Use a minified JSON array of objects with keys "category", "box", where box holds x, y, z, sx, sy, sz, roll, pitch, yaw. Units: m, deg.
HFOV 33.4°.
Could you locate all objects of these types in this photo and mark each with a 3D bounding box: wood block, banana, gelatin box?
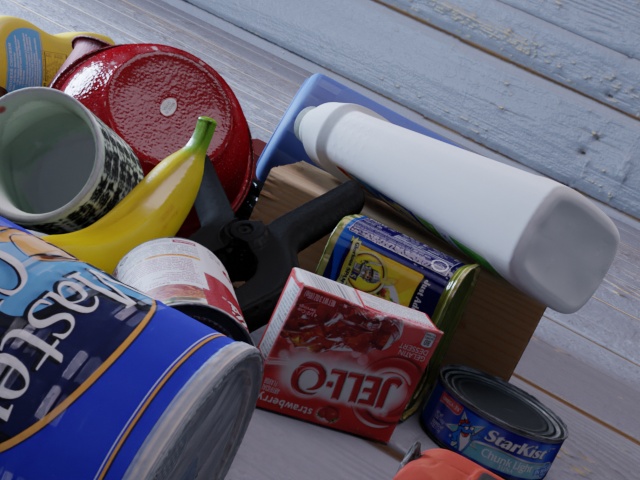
[{"category":"wood block","box":[0.050,0.029,0.758,0.206,0.091,0.090,27,13,10]},{"category":"banana","box":[-0.115,-0.008,0.598,0.037,0.070,0.197,14,31,15]},{"category":"gelatin box","box":[0.012,0.064,0.581,0.089,0.073,0.030,20,14,-20]}]

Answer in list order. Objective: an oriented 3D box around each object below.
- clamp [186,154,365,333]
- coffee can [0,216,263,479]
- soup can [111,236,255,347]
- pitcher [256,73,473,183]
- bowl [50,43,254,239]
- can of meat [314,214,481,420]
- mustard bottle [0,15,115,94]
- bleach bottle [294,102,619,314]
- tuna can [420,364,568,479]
[{"category":"clamp","box":[-0.054,0.001,0.660,0.120,0.039,0.171,11,37,19]},{"category":"coffee can","box":[-0.104,0.050,0.354,0.140,0.103,0.102,26,13,12]},{"category":"soup can","box":[-0.071,0.044,0.522,0.068,0.068,0.102,20,12,-17]},{"category":"pitcher","box":[0.068,-0.037,0.939,0.243,0.149,0.145,31,22,-3]},{"category":"bowl","box":[-0.114,-0.081,0.757,0.162,0.162,0.055,20,-28,-16]},{"category":"can of meat","box":[0.037,0.044,0.651,0.084,0.102,0.057,26,13,17]},{"category":"mustard bottle","box":[-0.244,-0.130,0.863,0.058,0.096,0.191,7,5,32]},{"category":"bleach bottle","box":[0.073,-0.039,0.724,0.251,0.068,0.102,31,0,45]},{"category":"tuna can","box":[0.105,0.111,0.651,0.086,0.034,0.086,23,12,-6]}]
